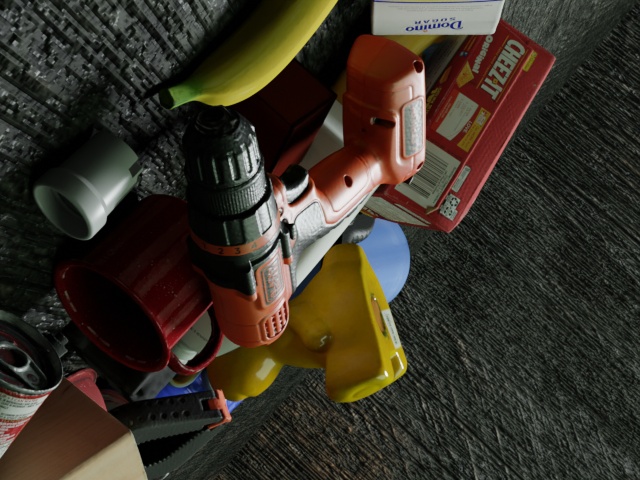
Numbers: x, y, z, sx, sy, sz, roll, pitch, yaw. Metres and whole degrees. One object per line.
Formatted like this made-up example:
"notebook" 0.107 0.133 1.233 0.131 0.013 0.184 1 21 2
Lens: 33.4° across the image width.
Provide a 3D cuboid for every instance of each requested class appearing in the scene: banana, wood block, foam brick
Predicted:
"banana" -0.011 -0.144 0.603 0.198 0.037 0.069 -50 173 12
"wood block" -0.215 0.187 0.661 0.205 0.091 0.090 -33 129 -30
"foam brick" -0.034 -0.080 0.728 0.052 0.051 0.078 -42 170 -40

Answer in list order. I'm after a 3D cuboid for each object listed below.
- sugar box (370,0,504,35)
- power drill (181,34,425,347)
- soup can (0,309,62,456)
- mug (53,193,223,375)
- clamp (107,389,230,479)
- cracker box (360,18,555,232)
"sugar box" 0.079 -0.185 0.697 0.176 0.093 0.048 80 10 -82
"power drill" -0.009 -0.046 0.654 0.187 0.057 0.184 -44 150 -29
"soup can" -0.202 0.096 0.605 0.102 0.068 0.068 -51 171 16
"mug" -0.103 0.033 0.690 0.093 0.117 0.081 -14 -152 50
"clamp" -0.165 0.172 0.813 0.210 0.036 0.164 -21 146 -4
"cracker box" 0.092 -0.095 0.910 0.164 0.072 0.214 -59 -167 -3
